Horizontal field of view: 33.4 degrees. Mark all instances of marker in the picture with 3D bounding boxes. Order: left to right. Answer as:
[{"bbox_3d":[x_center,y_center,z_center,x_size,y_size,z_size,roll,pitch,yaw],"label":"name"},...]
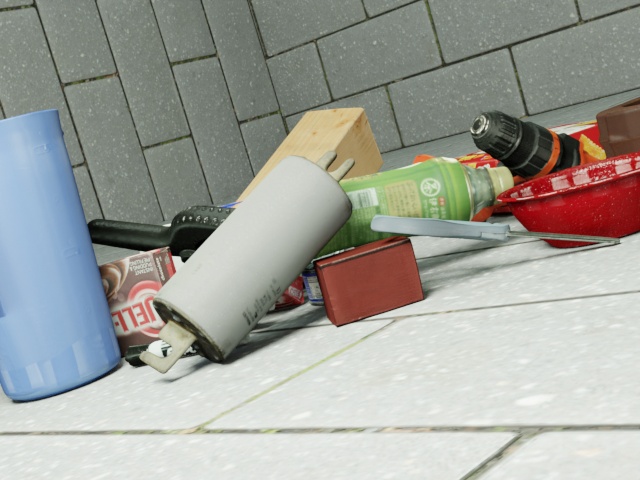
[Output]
[{"bbox_3d":[-0.117,0.090,0.915,0.121,0.020,0.020,-14,6,24],"label":"marker"}]

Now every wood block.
[{"bbox_3d":[-0.013,-0.068,1.317,0.090,0.091,0.205,0,40,33],"label":"wood block"}]

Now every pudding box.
[{"bbox_3d":[-0.183,0.062,1.015,0.114,0.090,0.039,-14,5,28],"label":"pudding box"}]

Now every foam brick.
[{"bbox_3d":[0.039,0.032,0.873,0.078,0.051,0.053,-17,5,-6],"label":"foam brick"}]

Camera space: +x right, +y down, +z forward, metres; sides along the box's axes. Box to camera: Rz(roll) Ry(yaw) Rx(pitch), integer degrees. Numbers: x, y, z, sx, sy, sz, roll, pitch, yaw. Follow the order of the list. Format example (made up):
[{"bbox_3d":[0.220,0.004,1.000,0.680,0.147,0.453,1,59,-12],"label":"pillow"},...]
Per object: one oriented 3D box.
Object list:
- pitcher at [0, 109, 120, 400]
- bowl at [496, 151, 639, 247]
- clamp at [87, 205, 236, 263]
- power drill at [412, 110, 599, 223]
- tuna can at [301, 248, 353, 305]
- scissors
[{"bbox_3d":[-0.269,0.015,0.937,0.149,0.243,0.145,-18,6,-11],"label":"pitcher"},{"bbox_3d":[0.236,-0.033,0.911,0.162,0.055,0.162,-16,6,2],"label":"bowl"},{"bbox_3d":[-0.126,0.004,1.024,0.210,0.164,0.036,-28,37,52],"label":"clamp"},{"bbox_3d":[0.175,-0.068,1.069,0.184,0.057,0.188,23,-18,-31],"label":"power drill"},{"bbox_3d":[0.026,0.031,0.996,0.086,0.034,0.086,-16,6,2],"label":"tuna can"},{"bbox_3d":[0.128,-0.007,0.856,0.202,0.016,0.096,5,2,28],"label":"scissors"}]
